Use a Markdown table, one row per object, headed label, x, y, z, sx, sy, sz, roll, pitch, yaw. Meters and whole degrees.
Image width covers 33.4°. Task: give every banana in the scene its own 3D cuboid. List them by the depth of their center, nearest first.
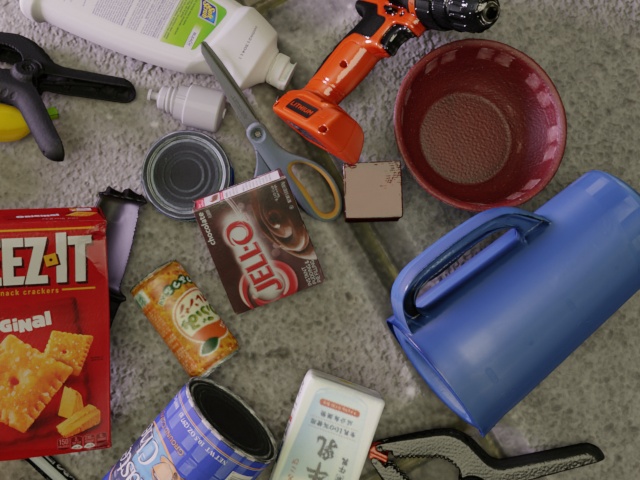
| label | x | y | z | sx | sy | sz | roll | pitch | yaw |
| --- | --- | --- | --- | --- | --- | --- | --- | --- | --- |
| banana | -0.349 | -0.143 | 1.004 | 0.198 | 0.069 | 0.037 | 30 | 132 | 0 |

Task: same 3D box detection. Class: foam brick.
| label | x | y | z | sx | sy | sz | roll | pitch | yaw |
| --- | --- | --- | --- | --- | --- | --- | --- | --- | --- |
| foam brick | 0.047 | -0.044 | 0.977 | 0.053 | 0.078 | 0.051 | -2 | 89 | 1 |

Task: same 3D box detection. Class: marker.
| label | x | y | z | sx | sy | sz | roll | pitch | yaw |
| --- | --- | --- | --- | --- | --- | --- | --- | --- | --- |
| marker | -0.238 | 0.227 | 0.996 | 0.121 | 0.020 | 0.020 | 42 | 88 | 3 |

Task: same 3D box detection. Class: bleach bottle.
| label | x | y | z | sx | sy | sz | roll | pitch | yaw |
| --- | --- | --- | --- | --- | --- | --- | --- | --- | --- |
| bleach bottle | -0.144 | -0.201 | 0.996 | 0.251 | 0.068 | 0.102 | 26 | 89 | 0 |

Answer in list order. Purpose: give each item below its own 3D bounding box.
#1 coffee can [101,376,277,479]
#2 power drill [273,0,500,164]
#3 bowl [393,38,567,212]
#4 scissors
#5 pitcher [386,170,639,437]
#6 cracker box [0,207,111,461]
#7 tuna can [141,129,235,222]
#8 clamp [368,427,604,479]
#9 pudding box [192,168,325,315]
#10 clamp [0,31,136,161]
| label | x | y | z | sx | sy | sz | roll | pitch | yaw |
| --- | --- | --- | --- | --- | --- | --- | --- | --- | --- |
| coffee can | -0.121 | 0.205 | 0.941 | 0.103 | 0.102 | 0.140 | 42 | 100 | 2 |
| power drill | 0.055 | -0.160 | 0.941 | 0.057 | 0.185 | 0.187 | 40 | 87 | -34 |
| bowl | 0.141 | -0.100 | 0.981 | 0.162 | 0.055 | 0.162 | 1 | 81 | -8 |
| scissors | -0.066 | -0.080 | 0.988 | 0.201 | 0.016 | 0.096 | 43 | 97 | -12 |
| pitcher | 0.182 | 0.043 | 0.943 | 0.243 | 0.149 | 0.145 | -40 | 73 | -5 |
| cracker box | -0.268 | 0.083 | 0.931 | 0.164 | 0.072 | 0.214 | -3 | 103 | -18 |
| tuna can | -0.124 | -0.060 | 1.002 | 0.086 | 0.034 | 0.086 | 0 | 87 | 1 |
| clamp | 0.147 | 0.224 | 0.982 | 0.210 | 0.036 | 0.164 | 29 | 88 | 2 |
| pudding box | -0.056 | 0.001 | 0.978 | 0.090 | 0.039 | 0.113 | -21 | 109 | -1 |
| clamp | -0.261 | -0.151 | 0.996 | 0.171 | 0.039 | 0.120 | 40 | 46 | 13 |
